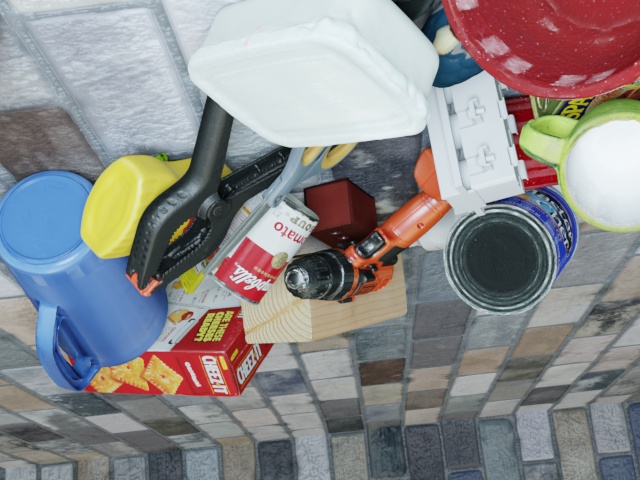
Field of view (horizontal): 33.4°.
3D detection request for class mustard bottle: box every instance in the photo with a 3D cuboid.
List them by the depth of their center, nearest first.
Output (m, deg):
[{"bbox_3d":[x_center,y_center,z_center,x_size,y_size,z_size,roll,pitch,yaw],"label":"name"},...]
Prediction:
[{"bbox_3d":[-0.129,-0.034,0.997,0.191,0.058,0.096,-7,133,-55],"label":"mustard bottle"}]

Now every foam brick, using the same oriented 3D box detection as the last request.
[{"bbox_3d":[0.022,-0.027,1.127,0.053,0.051,0.078,-13,161,23],"label":"foam brick"}]

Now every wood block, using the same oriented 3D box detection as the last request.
[{"bbox_3d":[0.007,0.057,1.214,0.091,0.090,0.205,-6,-178,33],"label":"wood block"}]

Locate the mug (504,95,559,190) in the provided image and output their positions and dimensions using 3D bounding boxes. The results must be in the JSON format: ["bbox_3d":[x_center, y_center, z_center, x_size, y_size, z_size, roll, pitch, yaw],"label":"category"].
[{"bbox_3d":[0.174,-0.088,0.945,0.081,0.093,0.117,-8,-165,2],"label":"mug"}]

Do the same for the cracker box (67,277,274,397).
[{"bbox_3d":[-0.160,0.107,1.244,0.214,0.164,0.072,-2,121,26],"label":"cracker box"}]

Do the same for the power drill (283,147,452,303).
[{"bbox_3d":[0.064,-0.010,1.036,0.188,0.057,0.184,-42,165,23],"label":"power drill"}]

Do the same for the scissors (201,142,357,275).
[{"bbox_3d":[-0.026,-0.047,0.955,0.202,0.016,0.096,-53,157,23],"label":"scissors"}]

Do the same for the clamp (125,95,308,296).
[{"bbox_3d":[-0.100,-0.043,0.916,0.210,0.036,0.164,-46,149,3],"label":"clamp"}]

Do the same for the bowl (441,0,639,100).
[{"bbox_3d":[0.145,-0.160,0.589,0.162,0.162,0.055,-23,177,41],"label":"bowl"}]

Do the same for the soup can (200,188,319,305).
[{"bbox_3d":[-0.057,0.001,1.012,0.102,0.069,0.068,-53,149,6],"label":"soup can"}]

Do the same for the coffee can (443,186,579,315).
[{"bbox_3d":[0.182,0.004,1.005,0.103,0.103,0.140,-14,-174,23],"label":"coffee can"}]

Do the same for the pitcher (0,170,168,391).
[{"bbox_3d":[-0.245,0.040,1.079,0.145,0.149,0.243,-28,156,-8],"label":"pitcher"}]
